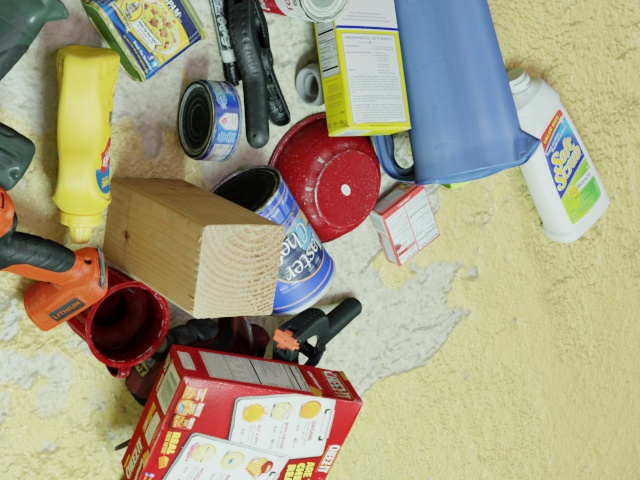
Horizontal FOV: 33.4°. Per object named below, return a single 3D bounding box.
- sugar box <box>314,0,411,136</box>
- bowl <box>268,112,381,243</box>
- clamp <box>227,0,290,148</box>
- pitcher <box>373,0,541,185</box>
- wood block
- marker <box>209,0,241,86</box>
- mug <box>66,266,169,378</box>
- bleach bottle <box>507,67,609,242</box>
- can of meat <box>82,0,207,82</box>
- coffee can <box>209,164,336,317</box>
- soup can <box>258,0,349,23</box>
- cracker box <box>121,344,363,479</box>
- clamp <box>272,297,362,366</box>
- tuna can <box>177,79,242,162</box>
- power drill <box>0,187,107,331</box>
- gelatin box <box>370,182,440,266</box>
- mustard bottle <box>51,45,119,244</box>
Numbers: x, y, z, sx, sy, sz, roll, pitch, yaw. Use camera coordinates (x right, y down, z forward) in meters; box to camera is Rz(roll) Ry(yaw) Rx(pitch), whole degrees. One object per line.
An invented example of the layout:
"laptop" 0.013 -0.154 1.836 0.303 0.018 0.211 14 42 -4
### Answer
"sugar box" 0.043 -0.206 1.182 0.093 0.048 0.176 -5 85 -38
"bowl" 0.017 -0.066 1.250 0.161 0.055 0.162 -12 112 -32
"clamp" -0.070 -0.182 1.127 0.039 0.120 0.171 -12 114 10
"pitcher" 0.141 -0.186 1.226 0.149 0.145 0.243 -11 89 -21
"wood block" -0.132 0.002 1.069 0.090 0.206 0.091 0 105 -36
"marker" -0.102 -0.222 1.135 0.020 0.020 0.121 -24 118 -28
"mug" -0.216 0.087 1.117 0.093 0.082 0.117 -14 113 -31
"bleach bottle" 0.302 -0.119 1.433 0.102 0.068 0.250 -43 123 -14
"can of meat" -0.175 -0.220 1.061 0.084 0.058 0.102 -41 124 -15
"coffee can" -0.058 0.001 1.189 0.102 0.103 0.140 -43 125 -17
"soup can" -0.023 -0.267 1.124 0.068 0.102 0.068 -12 113 -32
"cracker box" -0.086 0.206 1.150 0.213 0.072 0.164 12 115 -28
"clamp" -0.019 0.136 1.250 0.164 0.036 0.209 -63 163 3
"tuna can" -0.117 -0.125 1.115 0.033 0.086 0.086 0 105 -34
"power drill" -0.311 0.029 1.012 0.185 0.057 0.187 -29 147 25
"gelatin box" 0.106 -0.022 1.342 0.073 0.030 0.089 -38 129 -20
"mustard bottle" -0.231 -0.090 1.041 0.058 0.096 0.192 5 105 -7
